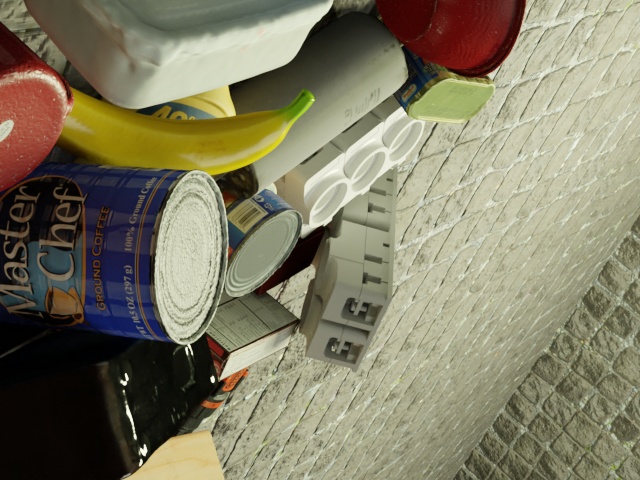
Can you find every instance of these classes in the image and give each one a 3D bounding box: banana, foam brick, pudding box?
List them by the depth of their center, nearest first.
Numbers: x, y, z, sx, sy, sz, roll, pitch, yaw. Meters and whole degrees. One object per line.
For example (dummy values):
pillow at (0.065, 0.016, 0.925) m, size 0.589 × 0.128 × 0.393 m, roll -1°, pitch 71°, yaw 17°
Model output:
banana at (-0.104, -0.072, 0.662) m, size 0.197 × 0.037 × 0.070 m, roll 0°, pitch 119°, yaw -24°
pudding box at (-0.086, 0.075, 0.984) m, size 0.113 × 0.090 × 0.039 m, roll -22°, pitch 145°, yaw -52°
foam brick at (-0.044, 0.006, 1.005) m, size 0.078 × 0.051 × 0.053 m, roll -29°, pitch 152°, yaw -42°

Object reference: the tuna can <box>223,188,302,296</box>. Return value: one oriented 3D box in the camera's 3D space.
tuna can at (-0.056, 0.001, 0.845) m, size 0.086 × 0.034 × 0.086 m, roll -41°, pitch 157°, yaw -22°

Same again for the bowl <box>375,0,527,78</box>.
bowl at (0.083, -0.196, 0.790) m, size 0.055 × 0.162 × 0.162 m, roll -15°, pitch 145°, yaw -25°

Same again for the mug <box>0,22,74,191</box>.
mug at (-0.177, -0.077, 0.549) m, size 0.117 × 0.081 × 0.093 m, roll -13°, pitch 139°, yaw -57°

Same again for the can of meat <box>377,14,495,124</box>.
can of meat at (0.094, -0.150, 0.928) m, size 0.101 × 0.084 × 0.058 m, roll -2°, pitch 144°, yaw -47°

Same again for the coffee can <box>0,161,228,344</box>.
coffee can at (-0.139, 0.004, 0.638) m, size 0.102 × 0.140 × 0.103 m, roll 5°, pitch 90°, yaw -73°
